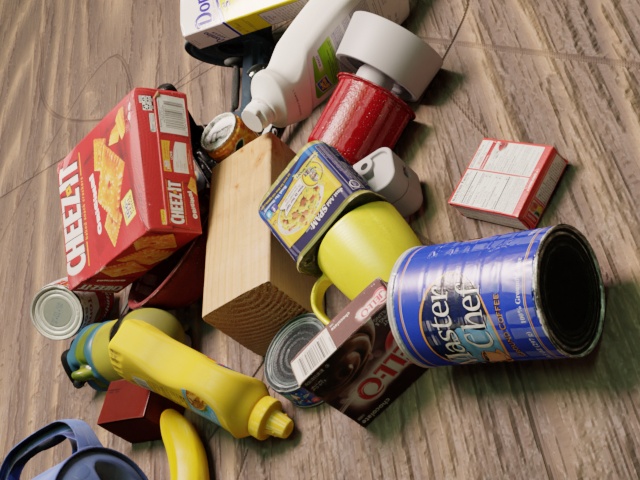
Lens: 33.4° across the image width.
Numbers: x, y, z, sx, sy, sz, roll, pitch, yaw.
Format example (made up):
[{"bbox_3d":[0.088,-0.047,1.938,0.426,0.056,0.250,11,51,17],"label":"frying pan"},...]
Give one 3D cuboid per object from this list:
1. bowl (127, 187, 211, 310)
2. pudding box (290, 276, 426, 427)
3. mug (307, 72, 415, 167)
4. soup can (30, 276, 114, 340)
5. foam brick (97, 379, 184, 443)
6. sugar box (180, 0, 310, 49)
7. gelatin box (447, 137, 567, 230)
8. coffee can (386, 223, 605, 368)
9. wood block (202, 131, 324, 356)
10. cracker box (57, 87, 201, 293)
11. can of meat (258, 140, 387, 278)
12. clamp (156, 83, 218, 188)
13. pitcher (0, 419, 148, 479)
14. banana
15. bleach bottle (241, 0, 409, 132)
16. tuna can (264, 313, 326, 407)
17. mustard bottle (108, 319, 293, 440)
[{"bbox_3d":[-0.148,0.021,1.197,0.162,0.055,0.162,-46,21,23],"label":"bowl"},{"bbox_3d":[0.044,0.097,0.919,0.113,0.090,0.039,-43,35,12],"label":"pudding box"},{"bbox_3d":[0.038,-0.115,1.116,0.081,0.093,0.117,-61,6,-4],"label":"mug"},{"bbox_3d":[-0.296,0.077,1.278,0.068,0.068,0.102,-43,-1,12],"label":"soup can"},{"bbox_3d":[-0.188,0.178,1.131,0.078,0.051,0.053,-15,49,39],"label":"foam brick"},{"bbox_3d":[-0.083,-0.293,1.242,0.176,0.048,0.093,-12,71,26],"label":"sugar box"},{"bbox_3d":[0.168,-0.051,0.961,0.089,0.030,0.073,15,73,52],"label":"gelatin box"},{"bbox_3d":[0.138,0.047,0.849,0.141,0.102,0.102,-10,53,42],"label":"coffee can"},{"bbox_3d":[-0.058,0.002,1.107,0.090,0.090,0.206,-29,42,28],"label":"wood block"},{"bbox_3d":[-0.217,-0.050,1.178,0.214,0.071,0.164,-30,63,49],"label":"cracker box"},{"bbox_3d":[-0.002,-0.031,1.003,0.102,0.057,0.084,-50,56,16],"label":"can of meat"},{"bbox_3d":[-0.146,-0.109,1.285,0.036,0.164,0.210,-30,7,-4],"label":"clamp"},{"bbox_3d":[-0.287,0.295,1.074,0.243,0.145,0.149,-28,25,33],"label":"pitcher"},{"bbox_3d":[-0.138,0.244,1.024,0.070,0.037,0.197,-6,49,15],"label":"banana"},{"bbox_3d":[-0.001,-0.213,1.161,0.068,0.102,0.250,16,53,39],"label":"bleach bottle"},{"bbox_3d":[-0.012,0.113,1.012,0.086,0.033,0.086,-28,43,29],"label":"tuna can"},{"bbox_3d":[-0.109,0.142,1.028,0.192,0.096,0.058,23,68,25],"label":"mustard bottle"}]
